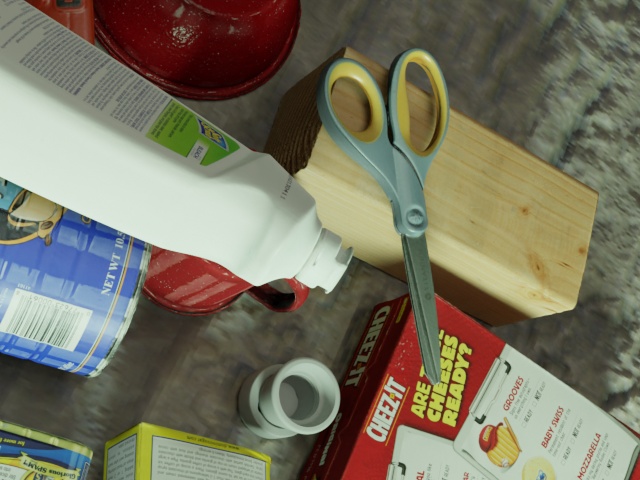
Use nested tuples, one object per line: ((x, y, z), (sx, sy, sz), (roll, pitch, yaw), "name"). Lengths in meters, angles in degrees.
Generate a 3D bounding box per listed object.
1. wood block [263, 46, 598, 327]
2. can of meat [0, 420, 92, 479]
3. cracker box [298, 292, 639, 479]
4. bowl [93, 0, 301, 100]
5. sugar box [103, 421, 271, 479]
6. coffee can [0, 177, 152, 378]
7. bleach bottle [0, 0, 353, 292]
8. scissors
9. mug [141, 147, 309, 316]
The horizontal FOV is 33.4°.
((0.070, -0.029, 0.702), (0.206, 0.091, 0.090), (26, 66, -20), "wood block")
((-0.176, 0.137, 0.548), (0.102, 0.058, 0.084), (22, 65, -23), "can of meat")
((0.102, 0.156, 0.683), (0.213, 0.072, 0.164), (33, 63, -16), "cracker box")
((-0.074, -0.175, 0.684), (0.161, 0.055, 0.162), (7, 74, -26), "bowl")
((-0.071, 0.193, 0.564), (0.093, 0.048, 0.176), (22, 54, -34), "sugar box")
((-0.171, 0.005, 0.557), (0.140, 0.103, 0.103), (19, 69, -23), "coffee can")
((-0.098, -0.043, 0.530), (0.250, 0.068, 0.102), (30, 29, -8), "bleach bottle")
((0.036, -0.023, 0.620), (0.096, 0.016, 0.201), (13, 72, -23), "scissors")
((-0.054, 0.001, 0.633), (0.117, 0.082, 0.093), (45, 61, -11), "mug")
